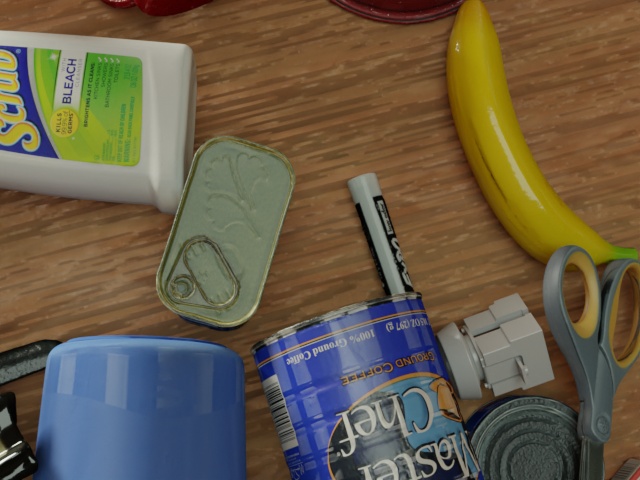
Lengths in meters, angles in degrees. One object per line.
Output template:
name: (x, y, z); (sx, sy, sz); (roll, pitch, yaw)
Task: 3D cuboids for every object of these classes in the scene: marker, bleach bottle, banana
marker: (0.044, 0.018, 0.651); (0.020, 0.020, 0.121); (-17, 83, -7)
bleach bottle: (-0.201, -0.072, 0.625); (0.251, 0.068, 0.102); (3, 80, -2)
banana: (0.121, -0.056, 0.663); (0.069, 0.037, 0.198); (-27, 87, -38)

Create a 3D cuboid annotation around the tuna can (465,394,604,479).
tuna can: (0.123, 0.134, 0.631); (0.086, 0.034, 0.086); (1, 81, -5)

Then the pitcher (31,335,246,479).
pitcher: (-0.087, 0.177, 0.567); (0.145, 0.149, 0.243); (-5, 77, 24)

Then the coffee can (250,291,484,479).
coffee can: (0.030, 0.111, 0.588); (0.102, 0.103, 0.140); (-17, 78, -7)

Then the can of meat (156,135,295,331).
can of meat: (-0.054, 0.001, 0.613); (0.057, 0.084, 0.102); (16, 80, -2)
